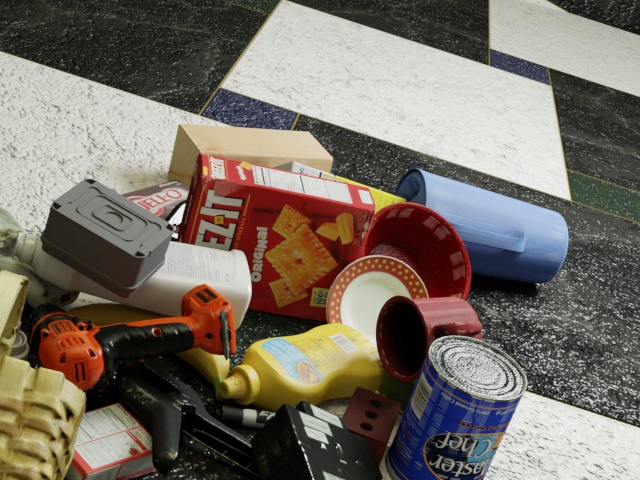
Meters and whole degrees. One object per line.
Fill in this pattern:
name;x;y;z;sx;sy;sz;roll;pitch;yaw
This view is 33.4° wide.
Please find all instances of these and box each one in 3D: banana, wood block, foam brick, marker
banana;-0.174;0.105;1.147;0.198;0.037;0.069;24;26;11
wood block;-0.100;-0.102;1.515;0.205;0.090;0.091;0;32;-30
foam brick;0.045;0.197;1.092;0.053;0.051;0.078;21;28;6
marker;-0.050;0.185;1.094;0.121;0.020;0.020;10;29;-15

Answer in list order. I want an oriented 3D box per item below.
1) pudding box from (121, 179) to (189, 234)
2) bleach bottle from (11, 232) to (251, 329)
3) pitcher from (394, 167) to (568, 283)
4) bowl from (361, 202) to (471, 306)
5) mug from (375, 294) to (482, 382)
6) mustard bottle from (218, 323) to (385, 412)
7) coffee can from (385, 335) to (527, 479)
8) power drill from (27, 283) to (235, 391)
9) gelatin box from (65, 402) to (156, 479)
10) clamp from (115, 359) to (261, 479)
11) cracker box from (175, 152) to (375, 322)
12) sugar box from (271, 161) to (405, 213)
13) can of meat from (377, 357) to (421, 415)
pudding box;-0.201;-0.035;1.385;0.090;0.039;0.113;34;32;28
bleach bottle;-0.204;0.030;1.156;0.250;0.068;0.102;14;27;-19
pitcher;0.224;-0.010;1.496;0.242;0.145;0.149;12;49;-17
bowl;0.108;0.035;1.345;0.161;0.055;0.162;10;68;-25
mug;0.125;0.100;1.141;0.081;0.117;0.093;-2;76;-33
mustard bottle;-0.027;0.141;1.145;0.191;0.058;0.096;-8;38;-41
coffee can;0.135;0.182;1.076;0.102;0.140;0.103;14;28;-8
power drill;-0.190;0.090;1.056;0.187;0.057;0.185;-11;18;-21
gelatin box;-0.201;0.191;0.981;0.089;0.030;0.073;-10;38;-47
clamp;-0.130;0.172;1.031;0.164;0.036;0.210;24;9;-41
cracker box;-0.058;0.002;1.269;0.213;0.164;0.072;11;26;-14
sugar box;0.019;-0.059;1.459;0.176;0.048;0.093;15;-8;-21
can of meat;0.122;0.162;1.199;0.083;0.057;0.102;-14;40;-41
